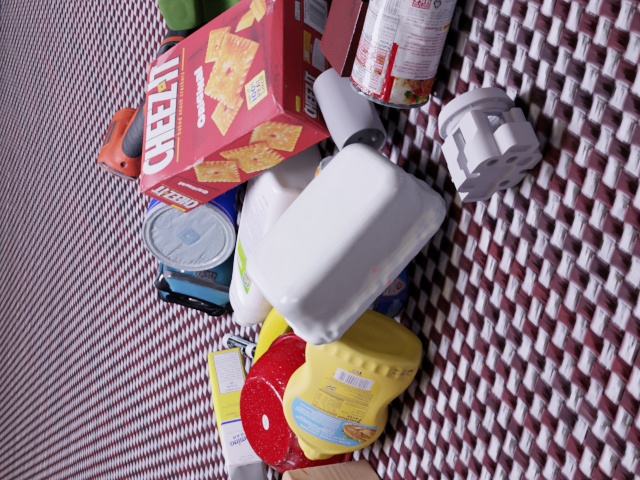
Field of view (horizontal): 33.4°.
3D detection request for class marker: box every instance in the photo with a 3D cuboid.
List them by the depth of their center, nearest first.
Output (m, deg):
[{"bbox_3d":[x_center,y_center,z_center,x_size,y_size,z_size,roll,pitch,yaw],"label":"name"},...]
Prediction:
[{"bbox_3d":[-0.088,0.129,1.279,0.121,0.020,0.020,-172,80,-64],"label":"marker"}]

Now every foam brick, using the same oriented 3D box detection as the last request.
[{"bbox_3d":[0.039,-0.187,0.927,0.053,0.051,0.078,-118,34,-40],"label":"foam brick"}]

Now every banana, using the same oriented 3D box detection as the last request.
[{"bbox_3d":[-0.045,0.135,1.172,0.070,0.037,0.198,25,119,41],"label":"banana"}]

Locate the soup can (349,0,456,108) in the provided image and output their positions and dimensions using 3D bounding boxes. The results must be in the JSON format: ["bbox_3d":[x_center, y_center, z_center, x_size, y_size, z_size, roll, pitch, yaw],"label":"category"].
[{"bbox_3d":[0.067,-0.166,0.850,0.068,0.068,0.102,-123,39,-48],"label":"soup can"}]

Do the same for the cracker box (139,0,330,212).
[{"bbox_3d":[-0.088,-0.143,1.056,0.214,0.072,0.164,-23,55,38],"label":"cracker box"}]

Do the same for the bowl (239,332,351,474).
[{"bbox_3d":[-0.036,0.178,1.091,0.162,0.055,0.162,19,114,50],"label":"bowl"}]

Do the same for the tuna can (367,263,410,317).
[{"bbox_3d":[0.046,0.029,0.958,0.086,0.033,0.086,177,90,-65],"label":"tuna can"}]

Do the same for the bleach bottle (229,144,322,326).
[{"bbox_3d":[-0.058,0.001,1.149,0.251,0.068,0.102,111,149,-46],"label":"bleach bottle"}]

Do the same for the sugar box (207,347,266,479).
[{"bbox_3d":[-0.094,0.217,1.219,0.176,0.048,0.093,-105,8,-51],"label":"sugar box"}]

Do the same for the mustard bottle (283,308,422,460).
[{"bbox_3d":[0.018,0.142,0.965,0.058,0.096,0.192,-72,3,-46],"label":"mustard bottle"}]

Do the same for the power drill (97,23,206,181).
[{"bbox_3d":[-0.199,-0.172,1.282,0.188,0.057,0.184,-46,26,46],"label":"power drill"}]

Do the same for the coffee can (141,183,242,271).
[{"bbox_3d":[-0.142,-0.049,1.221,0.140,0.102,0.103,-86,12,-49],"label":"coffee can"}]
